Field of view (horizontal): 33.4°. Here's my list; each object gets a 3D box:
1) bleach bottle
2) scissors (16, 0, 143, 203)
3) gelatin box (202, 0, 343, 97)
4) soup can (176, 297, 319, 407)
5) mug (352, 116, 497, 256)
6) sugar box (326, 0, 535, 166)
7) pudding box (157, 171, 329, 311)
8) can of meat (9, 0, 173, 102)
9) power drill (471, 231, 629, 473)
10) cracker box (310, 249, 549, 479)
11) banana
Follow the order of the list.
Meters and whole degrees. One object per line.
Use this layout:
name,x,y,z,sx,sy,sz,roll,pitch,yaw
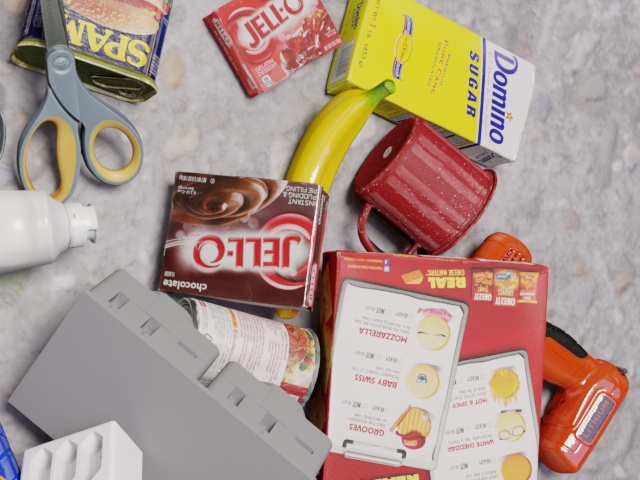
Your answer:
bleach bottle,-0.262,-0.001,0.665,0.250,0.103,0.068,-6,84,-27
scissors,-0.156,-0.112,0.718,0.096,0.016,0.202,3,118,-25
gelatin box,-0.036,-0.165,0.837,0.089,0.030,0.073,-35,101,-25
soup can,-0.061,0.086,0.782,0.102,0.069,0.068,17,78,-25
mug,0.073,-0.035,0.853,0.081,0.093,0.117,38,83,-14
sugar box,0.096,-0.136,0.894,0.176,0.048,0.093,20,77,-23
pudding box,-0.055,0.001,0.778,0.113,0.039,0.090,5,80,12
can of meat,-0.159,-0.156,0.759,0.102,0.058,0.084,17,76,-25
power drill,0.160,0.114,0.898,0.187,0.057,0.184,41,77,-19
cracker box,0.078,0.118,0.805,0.164,0.072,0.214,4,89,-9
banana,-0.005,-0.037,0.821,0.037,0.070,0.198,24,86,-24
